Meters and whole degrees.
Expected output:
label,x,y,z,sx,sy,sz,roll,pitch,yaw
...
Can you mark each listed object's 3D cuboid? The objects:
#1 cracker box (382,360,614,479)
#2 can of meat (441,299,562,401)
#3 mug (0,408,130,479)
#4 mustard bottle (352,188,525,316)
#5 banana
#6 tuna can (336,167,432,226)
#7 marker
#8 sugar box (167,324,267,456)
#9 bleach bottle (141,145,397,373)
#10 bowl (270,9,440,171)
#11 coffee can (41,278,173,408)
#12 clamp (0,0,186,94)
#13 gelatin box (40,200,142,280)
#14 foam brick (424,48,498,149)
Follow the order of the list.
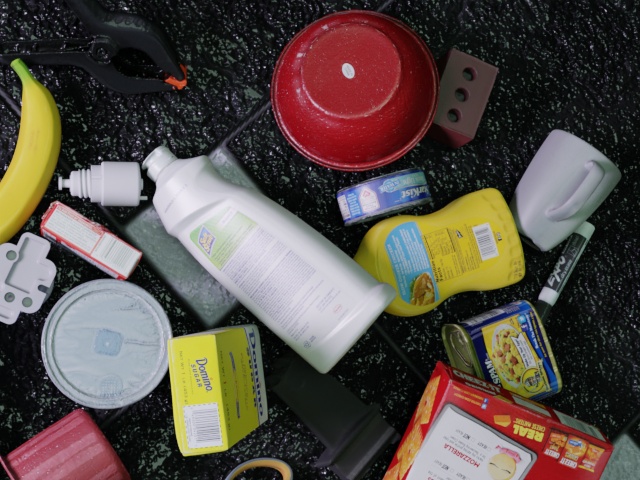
label,x,y,z,sx,sy,sz,roll,pitch,yaw
cracker box,0.141,0.240,0.970,0.164,0.072,0.214,22,98,-6
can of meat,0.176,0.115,1.032,0.083,0.057,0.102,-19,91,-16
mug,-0.212,0.209,0.921,0.081,0.093,0.117,-34,98,-18
mustard bottle,0.094,0.020,1.018,0.191,0.058,0.096,-17,91,-14
banana,-0.274,-0.058,0.943,0.069,0.037,0.198,22,77,-23
tuna can,0.059,-0.041,1.000,0.086,0.086,0.034,-16,88,-14
marker,0.240,0.035,1.071,0.020,0.020,0.121,31,80,-9
sugar box,-0.083,0.122,0.909,0.048,0.176,0.093,-6,88,10
bleach bottle,-0.056,0.001,0.962,0.251,0.068,0.103,42,103,6
bowl,0.030,-0.149,0.992,0.162,0.055,0.162,-1,79,6
coffee can,-0.183,0.086,0.907,0.102,0.140,0.103,1,86,-13
clamp,-0.205,-0.173,0.958,0.171,0.120,0.039,31,39,-26
gelatin box,-0.203,0.002,0.943,0.089,0.073,0.030,32,79,-8
foam brick,0.130,-0.137,1.040,0.053,0.051,0.078,22,82,-10
